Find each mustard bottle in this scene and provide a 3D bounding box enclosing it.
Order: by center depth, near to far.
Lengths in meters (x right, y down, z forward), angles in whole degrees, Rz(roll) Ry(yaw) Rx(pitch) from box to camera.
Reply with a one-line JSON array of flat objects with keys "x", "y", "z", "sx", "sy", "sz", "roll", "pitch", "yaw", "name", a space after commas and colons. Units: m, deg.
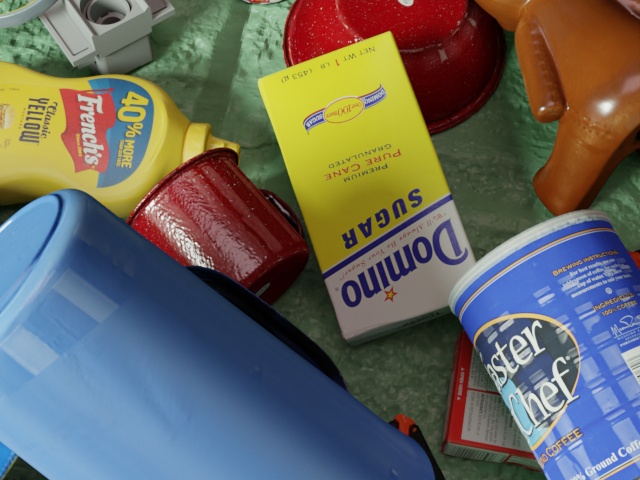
[{"x": -0.148, "y": -0.063, "z": 0.699, "sx": 0.191, "sy": 0.058, "sz": 0.096, "roll": 6, "pitch": 66, "yaw": 2, "name": "mustard bottle"}]

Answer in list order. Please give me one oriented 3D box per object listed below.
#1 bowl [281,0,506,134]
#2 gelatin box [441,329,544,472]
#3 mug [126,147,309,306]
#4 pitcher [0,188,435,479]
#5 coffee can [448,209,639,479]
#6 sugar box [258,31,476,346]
[{"x": 0.054, "y": -0.153, "z": 0.747, "sx": 0.162, "sy": 0.055, "sz": 0.162, "roll": 0, "pitch": 65, "yaw": -1, "name": "bowl"}, {"x": 0.122, "y": 0.098, "z": 0.641, "sx": 0.089, "sy": 0.030, "sz": 0.073, "roll": 10, "pitch": 64, "yaw": 3, "name": "gelatin box"}, {"x": -0.054, "y": 0.001, "z": 0.661, "sx": 0.081, "sy": 0.093, "sz": 0.117, "roll": 47, "pitch": 36, "yaw": 14, "name": "mug"}, {"x": -0.065, "y": 0.081, "z": 0.526, "sx": 0.242, "sy": 0.149, "sz": 0.145, "roll": 44, "pitch": 78, "yaw": -26, "name": "pitcher"}, {"x": 0.147, "y": 0.069, "z": 0.581, "sx": 0.102, "sy": 0.103, "sz": 0.140, "roll": -22, "pitch": 66, "yaw": -11, "name": "coffee can"}, {"x": 0.032, "y": -0.032, "z": 0.667, "sx": 0.093, "sy": 0.048, "sz": 0.176, "roll": -20, "pitch": 75, "yaw": 4, "name": "sugar box"}]
